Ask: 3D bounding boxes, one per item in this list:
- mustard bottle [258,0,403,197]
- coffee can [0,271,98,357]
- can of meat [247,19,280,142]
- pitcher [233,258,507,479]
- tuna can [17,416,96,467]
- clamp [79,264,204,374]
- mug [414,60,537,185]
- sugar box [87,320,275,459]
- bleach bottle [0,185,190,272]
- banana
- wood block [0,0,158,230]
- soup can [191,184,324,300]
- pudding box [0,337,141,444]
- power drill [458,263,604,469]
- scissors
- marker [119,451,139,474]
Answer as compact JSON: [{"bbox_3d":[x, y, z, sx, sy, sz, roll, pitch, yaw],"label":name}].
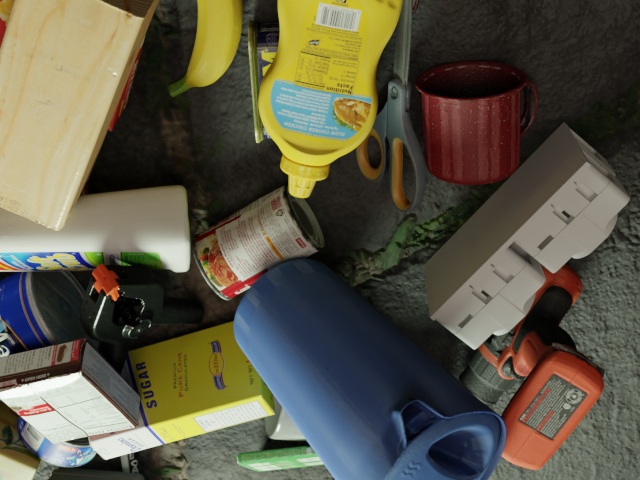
[{"bbox_3d":[0.001,-0.125,0.856,0.096,0.058,0.192,10,112,-6],"label":"mustard bottle"},{"bbox_3d":[-0.295,0.092,1.001,0.140,0.102,0.103,-26,110,13],"label":"coffee can"},{"bbox_3d":[-0.017,-0.138,0.914,0.084,0.057,0.102,-3,114,1],"label":"can of meat"},{"bbox_3d":[0.032,0.129,0.900,0.144,0.243,0.149,5,119,-42],"label":"pitcher"},{"bbox_3d":[-0.252,0.181,1.048,0.086,0.086,0.034,29,114,-10],"label":"tuna can"},{"bbox_3d":[-0.176,0.075,0.955,0.120,0.171,0.039,-46,64,-6],"label":"clamp"},{"bbox_3d":[0.138,-0.103,0.912,0.117,0.093,0.081,-22,122,-28],"label":"mug"},{"bbox_3d":[-0.135,0.140,1.018,0.176,0.093,0.048,-16,141,8],"label":"sugar box"},{"bbox_3d":[-0.241,-0.003,0.932,0.250,0.103,0.068,-4,75,-8],"label":"bleach bottle"},{"bbox_3d":[-0.100,-0.212,0.894,0.069,0.037,0.198,2,114,2],"label":"banana"},{"bbox_3d":[-0.200,-0.122,0.824,0.090,0.090,0.206,24,125,-10],"label":"wood block"},{"bbox_3d":[-0.056,0.001,0.970,0.102,0.068,0.068,-29,110,13],"label":"soup can"},{"bbox_3d":[-0.225,0.137,0.955,0.090,0.039,0.113,-14,143,12],"label":"pudding box"},{"bbox_3d":[0.176,0.121,0.946,0.057,0.187,0.185,28,109,-9],"label":"power drill"},{"bbox_3d":[0.055,-0.123,0.905,0.016,0.096,0.202,-19,113,-30],"label":"scissors"},{"bbox_3d":[-0.197,0.240,1.107,0.020,0.020,0.121,-1,114,3],"label":"marker"}]
